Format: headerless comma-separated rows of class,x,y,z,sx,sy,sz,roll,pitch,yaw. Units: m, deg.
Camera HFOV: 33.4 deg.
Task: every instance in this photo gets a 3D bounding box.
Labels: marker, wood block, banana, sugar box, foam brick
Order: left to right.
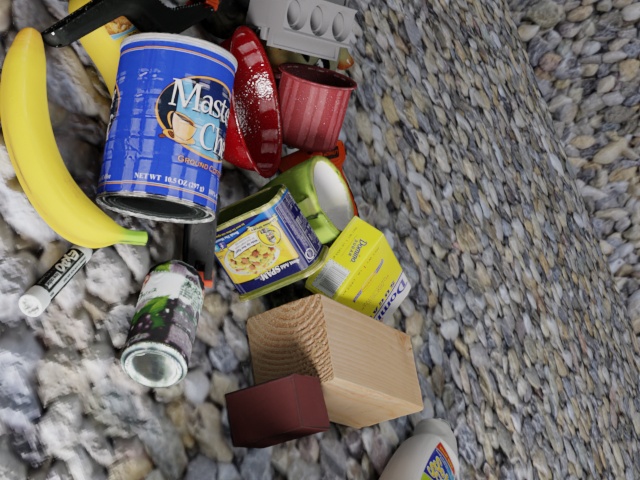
banana,-0.212,-0.070,0.841,0.069,0.037,0.198,-28,92,-37
marker,-0.199,0.022,0.834,0.020,0.020,0.121,61,25,-17
foam brick,-0.040,0.158,0.986,0.052,0.078,0.051,22,52,-58
wood block,0.019,0.131,1.119,0.205,0.090,0.091,29,46,-56
sugar box,0.046,0.050,1.171,0.048,0.093,0.176,34,-8,26

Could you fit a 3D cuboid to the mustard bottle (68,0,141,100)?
mustard bottle,-0.182,-0.193,0.996,0.096,0.058,0.191,-41,108,-50

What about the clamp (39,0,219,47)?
clamp,-0.168,-0.223,0.939,0.209,0.036,0.164,20,73,-54

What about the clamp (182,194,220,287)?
clamp,-0.114,-0.035,1.008,0.120,0.039,0.171,112,-18,-73

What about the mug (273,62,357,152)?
mug,-0.023,-0.156,1.230,0.093,0.117,0.081,-43,150,-66

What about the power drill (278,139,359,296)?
power drill,0.012,-0.021,1.274,0.184,0.057,0.187,-24,94,-63

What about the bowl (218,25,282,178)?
bowl,-0.090,-0.142,1.128,0.162,0.055,0.162,-7,90,-75

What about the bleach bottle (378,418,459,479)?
bleach bottle,0.117,0.272,1.247,0.102,0.068,0.250,64,22,-11

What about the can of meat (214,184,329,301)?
can of meat,-0.057,0.001,1.052,0.084,0.102,0.057,58,27,-19

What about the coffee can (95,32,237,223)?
coffee can,-0.131,-0.094,0.917,0.102,0.103,0.140,24,71,-58
